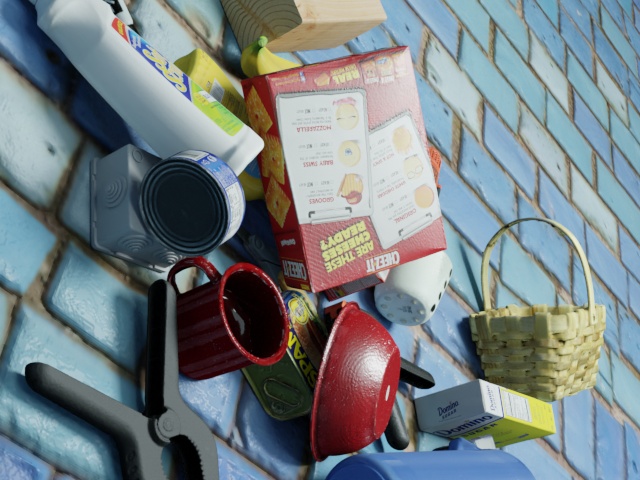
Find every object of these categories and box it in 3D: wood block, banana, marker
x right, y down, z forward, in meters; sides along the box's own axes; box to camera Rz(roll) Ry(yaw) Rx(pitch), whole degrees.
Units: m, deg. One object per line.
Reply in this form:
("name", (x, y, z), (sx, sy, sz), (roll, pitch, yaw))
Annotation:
("wood block", (-0.018, -0.280, 1.261), (0.205, 0.090, 0.091), (-21, 89, -57))
("banana", (-0.028, -0.186, 1.209), (0.197, 0.070, 0.037), (12, 86, -50))
("marker", (-0.202, -0.235, 1.029), (0.020, 0.020, 0.121), (-33, 99, -57))

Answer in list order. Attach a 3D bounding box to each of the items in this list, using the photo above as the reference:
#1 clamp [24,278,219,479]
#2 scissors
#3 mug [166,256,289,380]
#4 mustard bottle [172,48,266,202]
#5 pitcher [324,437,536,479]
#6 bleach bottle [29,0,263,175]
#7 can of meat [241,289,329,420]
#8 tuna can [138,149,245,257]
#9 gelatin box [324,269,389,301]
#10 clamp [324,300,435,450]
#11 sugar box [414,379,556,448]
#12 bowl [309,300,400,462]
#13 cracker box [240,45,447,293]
("clamp", (-0.143, 0.151, 0.860), (0.164, 0.036, 0.210), (-26, 97, -50))
("scissors", (-0.057, 0.001, 1.099), (0.201, 0.016, 0.096), (58, 32, -15))
("mug", (-0.094, 0.066, 0.943), (0.117, 0.082, 0.093), (56, 34, -17))
("mustard bottle", (-0.085, -0.097, 1.079), (0.191, 0.058, 0.096), (45, 40, -30))
("pitcher", (0.115, 0.282, 1.074), (0.242, 0.149, 0.145), (15, 94, -47))
("bleach bottle", (-0.165, -0.144, 0.941), (0.251, 0.068, 0.102), (43, 16, -5))
("can of meat", (-0.032, 0.108, 1.033), (0.102, 0.058, 0.083), (61, 30, -10))
("tuna can", (-0.106, -0.032, 0.887), (0.086, 0.086, 0.033), (63, 31, -7))
("gelatin box", (0.046, 0.023, 1.183), (0.030, 0.073, 0.089), (55, 33, -20))
("clamp", (0.061, 0.143, 1.164), (0.171, 0.039, 0.120), (46, 33, -20))
("sugar box", (0.199, 0.211, 1.274), (0.175, 0.093, 0.048), (20, 55, -48))
("bowl", (0.040, 0.143, 1.044), (0.162, 0.055, 0.162), (11, 90, -75))
("cracker box", (0.025, -0.074, 1.067), (0.164, 0.072, 0.214), (-17, 102, -25))
